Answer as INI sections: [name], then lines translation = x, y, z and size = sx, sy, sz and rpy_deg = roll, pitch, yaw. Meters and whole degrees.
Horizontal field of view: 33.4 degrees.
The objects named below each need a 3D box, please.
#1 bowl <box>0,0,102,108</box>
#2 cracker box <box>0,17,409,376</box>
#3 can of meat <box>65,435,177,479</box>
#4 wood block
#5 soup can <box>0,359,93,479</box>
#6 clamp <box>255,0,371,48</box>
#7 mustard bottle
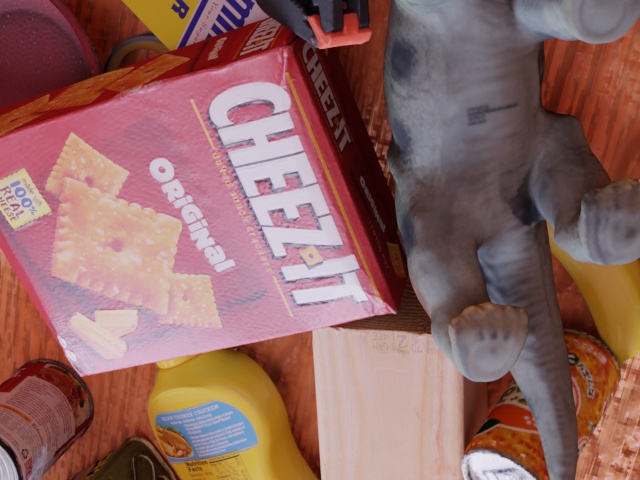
[bowl]
translation = -0.199, -0.099, 0.676
size = 0.162, 0.055, 0.162
rpy_deg = 5, 110, 15
[cracker box]
translation = -0.076, -0.018, 0.601
size = 0.214, 0.072, 0.164
rpy_deg = -13, 117, 21
[can of meat]
translation = -0.160, 0.193, 0.743
size = 0.084, 0.102, 0.057
rpy_deg = -33, 97, 26
[wood block]
translation = 0.053, 0.133, 0.663
size = 0.090, 0.090, 0.206
rpy_deg = 2, 110, 17
[soup can]
translation = -0.210, 0.134, 0.735
size = 0.068, 0.102, 0.068
rpy_deg = 5, 110, 15
[clamp]
translation = -0.027, -0.166, 0.523
size = 0.120, 0.039, 0.171
rpy_deg = -27, 79, 60
[mustard bottle]
translation = -0.063, 0.131, 0.714
size = 0.096, 0.058, 0.191
rpy_deg = -17, 103, 34
